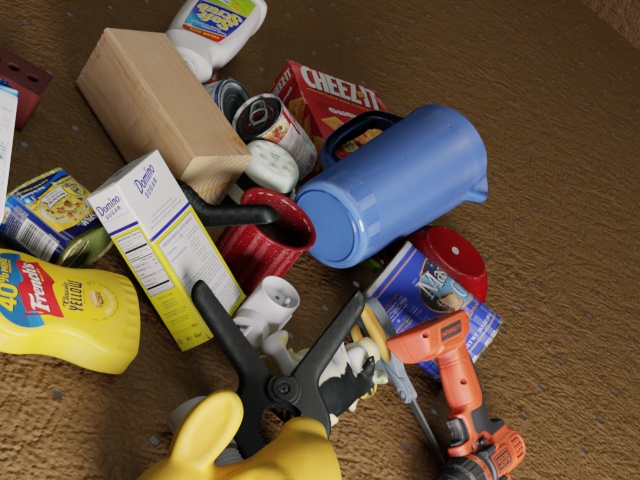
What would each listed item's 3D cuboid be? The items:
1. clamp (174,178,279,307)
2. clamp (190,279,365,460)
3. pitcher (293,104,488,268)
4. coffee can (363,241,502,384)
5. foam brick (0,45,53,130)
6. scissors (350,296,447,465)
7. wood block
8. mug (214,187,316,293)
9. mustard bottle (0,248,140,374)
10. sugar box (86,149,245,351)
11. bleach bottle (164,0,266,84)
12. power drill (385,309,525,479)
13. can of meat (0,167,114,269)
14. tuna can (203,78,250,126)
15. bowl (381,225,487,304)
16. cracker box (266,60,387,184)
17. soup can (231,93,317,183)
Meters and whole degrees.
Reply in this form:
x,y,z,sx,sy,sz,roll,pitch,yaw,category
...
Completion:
x,y,z,sx,sy,sz,roll,pitch,yaw,category
-0.133,-0.004,1.097,0.171,0.120,0.039,21,17,13,clamp
-0.028,0.132,0.970,0.164,0.036,0.210,-3,71,-14,clamp
0.073,-0.068,1.265,0.242,0.149,0.145,-32,110,-42,pitcher
0.120,0.084,1.212,0.140,0.103,0.102,40,31,3,coffee can
-0.332,-0.164,1.124,0.078,0.051,0.053,29,32,-14,foam brick
0.081,0.156,1.147,0.016,0.096,0.202,-23,94,-24,scissors
-0.180,-0.137,1.209,0.090,0.090,0.206,-6,52,-49,wood block
-0.058,0.001,1.159,0.093,0.082,0.117,49,33,17,mug
-0.252,0.054,0.914,0.191,0.058,0.096,16,43,-31,mustard bottle
-0.146,0.009,1.030,0.176,0.048,0.093,58,28,-12,sugar box
-0.144,-0.260,1.374,0.102,0.068,0.250,30,34,-10,bleach bottle
0.131,0.175,1.089,0.184,0.057,0.187,-19,90,-56,power drill
-0.249,-0.016,1.012,0.084,0.058,0.102,39,30,6,can of meat
-0.115,-0.154,1.309,0.086,0.034,0.086,31,54,-54,tuna can
0.159,0.032,1.366,0.162,0.055,0.162,26,32,-18,bowl
0.035,-0.138,1.446,0.163,0.072,0.214,15,37,-34,cracker box
-0.054,-0.121,1.300,0.102,0.068,0.068,50,15,-47,soup can
